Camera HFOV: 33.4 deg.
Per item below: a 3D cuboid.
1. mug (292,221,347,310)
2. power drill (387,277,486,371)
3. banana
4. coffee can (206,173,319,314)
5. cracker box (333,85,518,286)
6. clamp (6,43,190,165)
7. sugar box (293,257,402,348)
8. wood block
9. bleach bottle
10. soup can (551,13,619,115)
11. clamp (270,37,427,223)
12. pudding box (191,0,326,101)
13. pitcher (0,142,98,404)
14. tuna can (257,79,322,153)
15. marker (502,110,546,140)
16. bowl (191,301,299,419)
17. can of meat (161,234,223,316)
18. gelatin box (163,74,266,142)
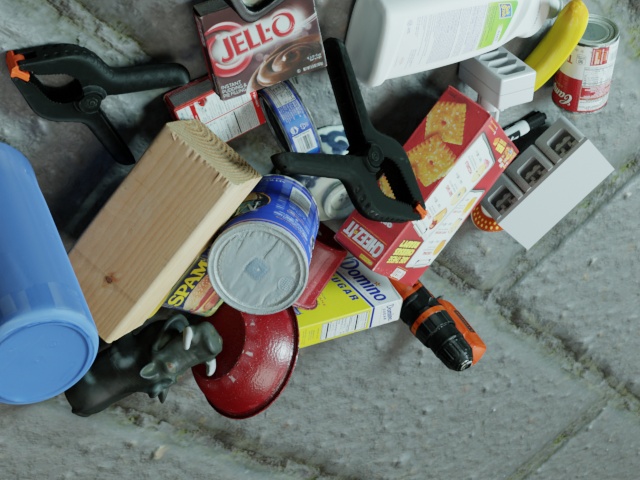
[{"bbox_3d":[-0.014,0.023,1.263,0.117,0.093,0.081,11,118,-53],"label":"mug"},{"bbox_3d":[0.158,0.114,1.411,0.057,0.184,0.187,-40,150,5],"label":"power drill"},{"bbox_3d":[0.258,-0.211,1.214,0.069,0.037,0.198,-38,171,-36],"label":"banana"},{"bbox_3d":[-0.057,0.001,1.129,0.103,0.140,0.103,2,114,5],"label":"coffee can"},{"bbox_3d":[0.125,-0.057,1.235,0.214,0.072,0.164,-52,158,6],"label":"cracker box"},{"bbox_3d":[-0.218,-0.130,1.005,0.171,0.039,0.120,10,119,-33],"label":"clamp"},{"bbox_3d":[0.003,0.077,1.322,0.176,0.093,0.048,-17,137,-22],"label":"sugar box"},{"bbox_3d":[-0.164,-0.011,1.045,0.206,0.091,0.090,-49,176,16],"label":"wood block"},{"bbox_3d":[0.152,-0.232,1.141,0.250,0.068,0.103,-13,139,-28],"label":"bleach bottle"},{"bbox_3d":[0.315,-0.209,1.271,0.068,0.068,0.102,-21,138,-17],"label":"soup can"},{"bbox_3d":[0.036,-0.078,1.081,0.210,0.036,0.164,50,52,-29],"label":"clamp"},{"bbox_3d":[-0.058,-0.194,1.017,0.113,0.039,0.090,-22,128,-12],"label":"pudding box"},{"bbox_3d":[-0.292,0.023,0.945,0.149,0.243,0.145,-11,133,-27],"label":"pitcher"},{"bbox_3d":[-0.032,-0.122,1.104,0.033,0.086,0.086,-27,140,-7],"label":"tuna can"},{"bbox_3d":[0.229,-0.129,1.329,0.121,0.020,0.020,-28,140,-8],"label":"marker"},{"bbox_3d":[-0.102,0.124,1.243,0.162,0.162,0.055,-48,138,16],"label":"bowl"},{"bbox_3d":[-0.142,0.036,1.209,0.083,0.057,0.102,19,117,-48],"label":"can of meat"},{"bbox_3d":[-0.107,-0.134,1.085,0.089,0.030,0.073,-28,141,-8],"label":"gelatin box"}]
